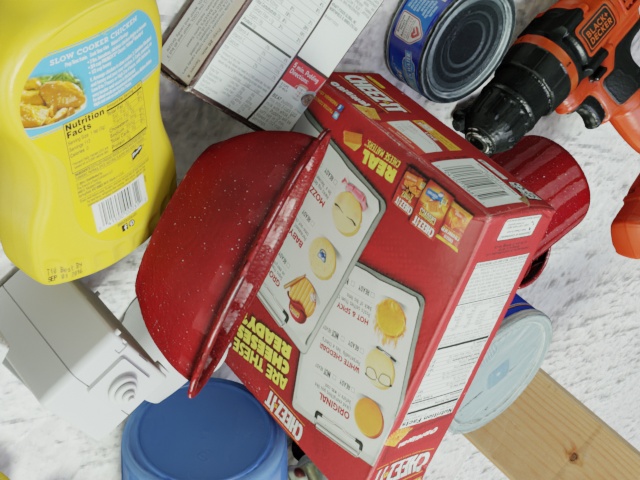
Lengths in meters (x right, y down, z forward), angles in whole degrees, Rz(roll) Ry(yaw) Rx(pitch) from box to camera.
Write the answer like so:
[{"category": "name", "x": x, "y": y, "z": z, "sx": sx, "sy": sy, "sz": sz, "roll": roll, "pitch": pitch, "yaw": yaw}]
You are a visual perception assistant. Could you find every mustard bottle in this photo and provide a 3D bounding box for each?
[{"category": "mustard bottle", "x": -0.115, "y": -0.074, "z": 0.492, "sx": 0.096, "sy": 0.058, "sz": 0.192, "roll": -36, "pitch": 145, "yaw": -34}]

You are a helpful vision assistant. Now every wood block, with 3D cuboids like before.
[{"category": "wood block", "x": 0.189, "y": 0.168, "z": 0.935, "sx": 0.091, "sy": 0.206, "sz": 0.090, "roll": -48, "pitch": 146, "yaw": 1}]

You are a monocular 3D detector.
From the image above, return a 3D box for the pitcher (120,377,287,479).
[{"category": "pitcher", "x": -0.070, "y": 0.217, "z": 0.762, "sx": 0.149, "sy": 0.145, "sz": 0.243, "roll": -27, "pitch": 138, "yaw": -33}]

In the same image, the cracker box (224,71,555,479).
[{"category": "cracker box", "x": 0.030, "y": 0.027, "z": 0.658, "sx": 0.071, "sy": 0.164, "sz": 0.214, "roll": -7, "pitch": 128, "yaw": -41}]

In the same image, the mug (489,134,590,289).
[{"category": "mug", "x": 0.151, "y": -0.017, "z": 0.809, "sx": 0.081, "sy": 0.093, "sz": 0.117, "roll": -35, "pitch": 122, "yaw": -27}]

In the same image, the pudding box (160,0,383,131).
[{"category": "pudding box", "x": -0.024, "y": -0.117, "z": 0.570, "sx": 0.113, "sy": 0.039, "sz": 0.089, "roll": -55, "pitch": 145, "yaw": 7}]

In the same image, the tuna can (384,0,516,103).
[{"category": "tuna can", "x": 0.084, "y": -0.131, "z": 0.678, "sx": 0.086, "sy": 0.034, "sz": 0.086, "roll": -29, "pitch": 141, "yaw": -26}]

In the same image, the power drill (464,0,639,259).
[{"category": "power drill", "x": 0.199, "y": -0.077, "z": 0.752, "sx": 0.184, "sy": 0.057, "sz": 0.187, "roll": -47, "pitch": 114, "yaw": -19}]

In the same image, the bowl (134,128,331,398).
[{"category": "bowl", "x": -0.054, "y": 0.001, "z": 0.573, "sx": 0.162, "sy": 0.055, "sz": 0.162, "roll": -62, "pitch": 178, "yaw": -4}]

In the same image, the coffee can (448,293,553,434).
[{"category": "coffee can", "x": 0.078, "y": 0.053, "z": 0.757, "sx": 0.102, "sy": 0.140, "sz": 0.103, "roll": -29, "pitch": 141, "yaw": -26}]
